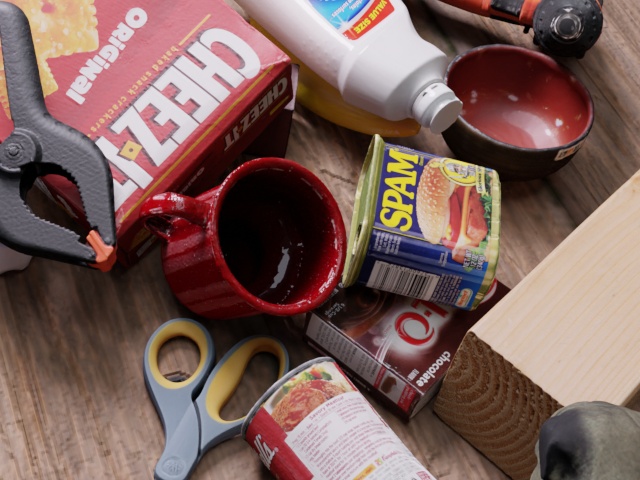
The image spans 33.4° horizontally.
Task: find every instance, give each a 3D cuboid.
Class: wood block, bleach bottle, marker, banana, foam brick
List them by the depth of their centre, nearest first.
[{"bbox_3d":[0.174,0.051,0.659,0.091,0.090,0.205,38,54,20],"label":"wood block"},{"bbox_3d":[-0.058,-0.098,0.764,0.078,0.051,0.053,8,49,-4],"label":"foam brick"},{"bbox_3d":[0.014,-0.167,0.774,0.102,0.068,0.251,-27,59,-29],"label":"bleach bottle"},{"bbox_3d":[-0.003,-0.135,0.805,0.069,0.037,0.198,-33,59,-4],"label":"banana"},{"bbox_3d":[0.085,-0.116,0.826,0.121,0.020,0.020,2,51,-9],"label":"marker"}]

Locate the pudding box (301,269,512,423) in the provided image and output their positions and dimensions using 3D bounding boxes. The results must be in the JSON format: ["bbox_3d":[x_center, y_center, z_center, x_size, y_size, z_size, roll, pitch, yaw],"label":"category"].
[{"bbox_3d":[0.056,0.047,0.673,0.090,0.039,0.113,35,53,18],"label":"pudding box"}]

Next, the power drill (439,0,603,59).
[{"bbox_3d":[0.126,-0.189,0.827,0.188,0.057,0.184,21,15,8],"label":"power drill"}]

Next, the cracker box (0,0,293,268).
[{"bbox_3d":[-0.149,-0.115,0.692,0.214,0.072,0.164,40,78,10],"label":"cracker box"}]

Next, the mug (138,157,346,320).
[{"bbox_3d":[-0.054,0.001,0.639,0.117,0.082,0.093,20,69,-30],"label":"mug"}]

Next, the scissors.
[{"bbox_3d":[-0.095,0.115,0.605,0.096,0.016,0.201,31,52,17],"label":"scissors"}]

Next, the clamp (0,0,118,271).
[{"bbox_3d":[-0.172,-0.057,0.623,0.171,0.039,0.120,39,84,2],"label":"clamp"}]

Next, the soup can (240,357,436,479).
[{"bbox_3d":[0.014,0.123,0.584,0.068,0.068,0.102,-29,62,-29],"label":"soup can"}]

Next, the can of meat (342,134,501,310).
[{"bbox_3d":[0.064,-0.010,0.661,0.084,0.057,0.102,14,46,-3],"label":"can of meat"}]
